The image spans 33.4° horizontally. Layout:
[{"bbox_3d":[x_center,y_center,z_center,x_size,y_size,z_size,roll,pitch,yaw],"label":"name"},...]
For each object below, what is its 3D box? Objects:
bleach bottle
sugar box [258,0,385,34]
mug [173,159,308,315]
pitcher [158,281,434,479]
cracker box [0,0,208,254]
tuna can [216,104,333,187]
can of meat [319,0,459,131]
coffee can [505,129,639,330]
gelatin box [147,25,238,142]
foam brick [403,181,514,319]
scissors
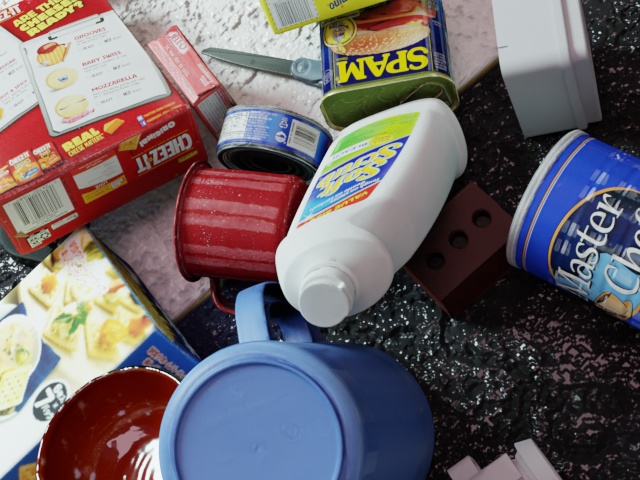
[{"bbox_3d":[0.034,-0.018,0.693,0.103,0.250,0.068,-17,109,19],"label":"bleach bottle"},{"bbox_3d":[0.002,-0.231,0.845,0.093,0.048,0.176,-14,34,12],"label":"sugar box"},{"bbox_3d":[-0.055,0.001,0.797,0.081,0.093,0.117,6,102,14],"label":"mug"},{"bbox_3d":[-0.013,0.111,0.643,0.149,0.242,0.145,25,87,14],"label":"pitcher"},{"bbox_3d":[-0.212,-0.107,0.855,0.164,0.072,0.214,-29,52,-13],"label":"cracker box"},{"bbox_3d":[-0.035,-0.070,0.813,0.086,0.086,0.033,7,73,20],"label":"tuna can"},{"bbox_3d":[0.050,-0.137,0.810,0.102,0.057,0.084,-9,64,12],"label":"can of meat"},{"bbox_3d":[0.208,0.002,0.699,0.140,0.102,0.103,29,81,25],"label":"coffee can"},{"bbox_3d":[-0.093,-0.119,0.847,0.030,0.089,0.073,-36,63,-2],"label":"gelatin box"},{"bbox_3d":[0.102,0.007,0.758,0.078,0.051,0.053,-43,64,-2],"label":"foam brick"},{"bbox_3d":[0.004,-0.151,0.870,0.202,0.016,0.096,31,79,25],"label":"scissors"}]
